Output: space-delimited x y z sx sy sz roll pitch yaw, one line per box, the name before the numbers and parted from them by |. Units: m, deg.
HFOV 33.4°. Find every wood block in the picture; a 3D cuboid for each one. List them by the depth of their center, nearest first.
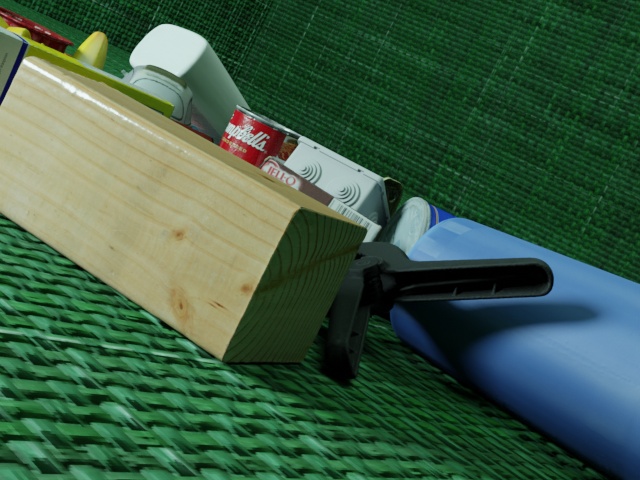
wood block | -0.091 -0.019 0.614 0.206 0.090 0.090 30 7 26

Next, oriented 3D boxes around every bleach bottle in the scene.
bleach bottle | -0.114 -0.135 1.238 0.103 0.068 0.250 26 -19 40

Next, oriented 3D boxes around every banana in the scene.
banana | -0.236 -0.143 1.015 0.037 0.070 0.198 33 21 -15

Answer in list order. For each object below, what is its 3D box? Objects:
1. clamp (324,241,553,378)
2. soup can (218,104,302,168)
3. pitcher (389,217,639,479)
clamp | 0.044 0.029 0.727 0.164 0.036 0.210 -17 17 -19
soup can | -0.068 -0.064 0.977 0.068 0.102 0.068 26 7 -4
pitcher | 0.174 0.081 0.761 0.243 0.149 0.144 28 25 36
